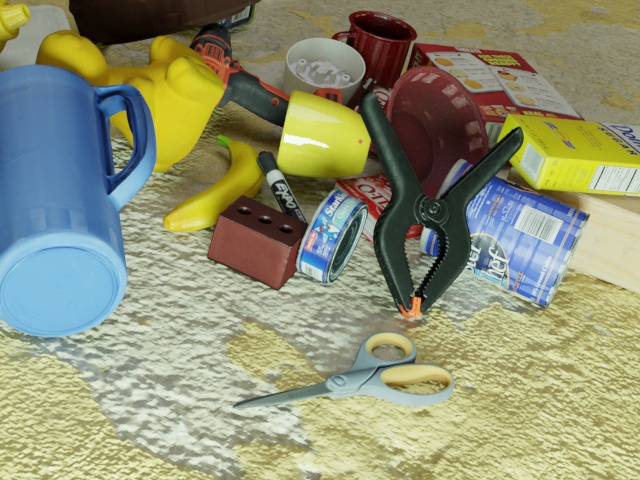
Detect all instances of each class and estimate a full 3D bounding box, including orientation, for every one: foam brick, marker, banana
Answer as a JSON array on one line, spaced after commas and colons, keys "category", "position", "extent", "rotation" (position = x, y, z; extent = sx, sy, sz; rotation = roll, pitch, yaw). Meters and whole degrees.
[{"category": "foam brick", "position": [-0.057, 0.001, 0.996], "extent": [0.078, 0.051, 0.053], "rotation": [24, 32, 12]}, {"category": "marker", "position": [-0.035, -0.042, 1.069], "extent": [0.020, 0.020, 0.121], "rotation": [-8, 57, -33]}, {"category": "banana", "position": [-0.097, -0.055, 1.084], "extent": [0.070, 0.037, 0.197], "rotation": [1, 28, 12]}]

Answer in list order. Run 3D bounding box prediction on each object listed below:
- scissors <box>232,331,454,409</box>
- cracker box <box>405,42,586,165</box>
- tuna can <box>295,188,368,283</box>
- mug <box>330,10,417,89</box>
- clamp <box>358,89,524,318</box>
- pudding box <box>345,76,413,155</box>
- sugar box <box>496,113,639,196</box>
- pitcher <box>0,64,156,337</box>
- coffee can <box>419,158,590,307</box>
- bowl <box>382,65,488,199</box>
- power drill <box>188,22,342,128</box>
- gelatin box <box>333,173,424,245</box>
[{"category": "scissors", "position": [0.015, 0.109, 0.895], "extent": [0.201, 0.016, 0.096], "rotation": [3, 32, -19]}, {"category": "cracker box", "position": [0.223, -0.174, 1.376], "extent": [0.164, 0.072, 0.214], "rotation": [1, 34, -23]}, {"category": "tuna can", "position": [0.012, -0.003, 1.001], "extent": [0.034, 0.086, 0.086], "rotation": [26, 33, 12]}, {"category": "mug", "position": [0.062, -0.246, 1.405], "extent": [0.117, 0.082, 0.093], "rotation": [-3, 37, -29]}, {"category": "clamp", "position": [0.111, -0.031, 1.001], "extent": [0.164, 0.210, 0.036], "rotation": [5, -8, -11]}, {"category": "pudding box", "position": [0.074, -0.144, 1.280], "extent": [0.090, 0.039, 0.113], "rotation": [30, 32, 1]}, {"category": "sugar box", "position": [0.285, -0.089, 1.123], "extent": [0.176, 0.048, 0.093], "rotation": [0, 36, -22]}, {"category": "pitcher", "position": [-0.223, -0.040, 0.908], "extent": [0.144, 0.149, 0.243], "rotation": [12, 33, -28]}, {"category": "coffee can", "position": [0.184, -0.008, 1.068], "extent": [0.140, 0.103, 0.102], "rotation": [25, 33, 14]}, {"category": "bowl", "position": [0.116, -0.111, 1.197], "extent": [0.161, 0.162, 0.055], "rotation": [-17, 1, -42]}, {"category": "power drill", "position": [-0.069, -0.178, 1.234], "extent": [0.187, 0.057, 0.184], "rotation": [22, 30, -11]}, {"category": "gelatin box", "position": [0.065, -0.035, 1.126], "extent": [0.073, 0.030, 0.089], "rotation": [-10, 39, -34]}]
